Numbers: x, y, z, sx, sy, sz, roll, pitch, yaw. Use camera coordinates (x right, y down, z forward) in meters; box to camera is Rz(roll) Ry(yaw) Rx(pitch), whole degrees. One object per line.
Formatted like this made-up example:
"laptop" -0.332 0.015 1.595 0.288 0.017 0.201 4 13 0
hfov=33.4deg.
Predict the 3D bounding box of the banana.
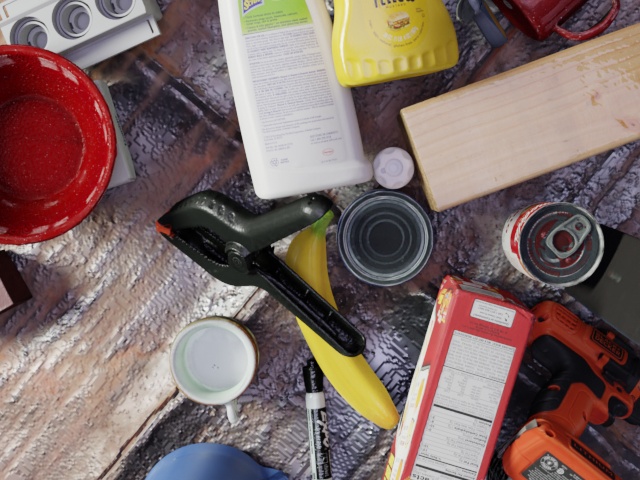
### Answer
"banana" 0.011 0.073 0.926 0.037 0.070 0.198 -23 95 -34

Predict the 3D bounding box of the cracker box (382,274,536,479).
"cracker box" 0.108 0.142 0.875 0.072 0.164 0.214 16 93 3

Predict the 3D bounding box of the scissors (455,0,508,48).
"scissors" 0.128 -0.175 0.854 0.016 0.201 0.096 -30 116 19

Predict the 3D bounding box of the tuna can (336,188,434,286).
"tuna can" 0.056 -0.003 0.933 0.086 0.034 0.086 0 93 2

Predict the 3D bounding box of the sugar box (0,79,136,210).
"sugar box" -0.259 -0.070 0.935 0.176 0.048 0.093 -17 93 -1

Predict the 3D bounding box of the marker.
"marker" -0.002 0.166 0.951 0.020 0.020 0.121 -5 93 2

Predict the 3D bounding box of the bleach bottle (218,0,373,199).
"bleach bottle" -0.027 -0.165 0.865 0.102 0.068 0.251 -11 98 -7

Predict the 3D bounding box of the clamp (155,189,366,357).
"clamp" -0.056 0.001 0.881 0.210 0.164 0.036 24 51 29

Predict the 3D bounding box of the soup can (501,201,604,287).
"soup can" 0.192 0.001 0.895 0.068 0.102 0.068 0 93 2

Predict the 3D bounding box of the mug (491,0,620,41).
"mug" 0.194 -0.213 0.887 0.081 0.093 0.117 -43 75 5

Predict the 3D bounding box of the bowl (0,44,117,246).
"bowl" -0.245 -0.078 0.883 0.162 0.055 0.162 0 93 -1

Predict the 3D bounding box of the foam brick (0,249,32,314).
"foam brick" -0.305 0.048 0.938 0.078 0.053 0.051 -27 92 2

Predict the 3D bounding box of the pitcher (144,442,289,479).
"pitcher" -0.115 0.256 0.847 0.145 0.243 0.149 19 92 2

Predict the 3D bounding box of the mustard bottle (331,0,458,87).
"mustard bottle" 0.045 -0.221 0.828 0.096 0.058 0.191 -11 96 -7

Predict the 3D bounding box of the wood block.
"wood block" 0.177 -0.101 0.897 0.206 0.091 0.090 -20 92 3

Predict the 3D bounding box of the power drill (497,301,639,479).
"power drill" 0.229 0.151 0.868 0.184 0.187 0.057 35 125 1
